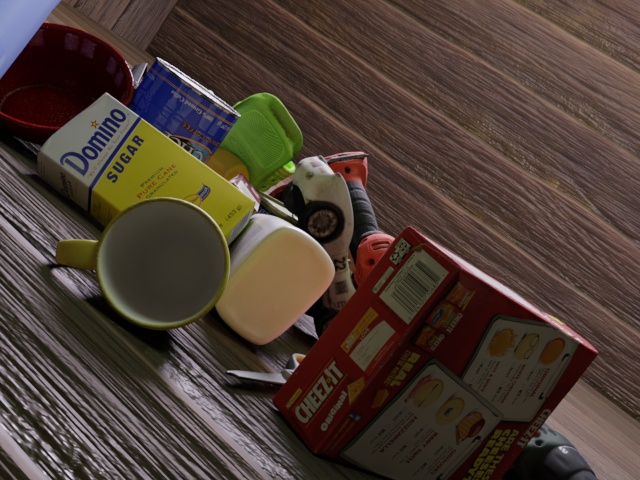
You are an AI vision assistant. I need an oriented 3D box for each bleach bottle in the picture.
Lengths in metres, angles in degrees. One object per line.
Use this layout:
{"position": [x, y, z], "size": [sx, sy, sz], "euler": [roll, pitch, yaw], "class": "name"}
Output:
{"position": [-0.053, 0.015, 0.976], "size": [0.068, 0.102, 0.251], "euler": [43, 3, -13], "class": "bleach bottle"}

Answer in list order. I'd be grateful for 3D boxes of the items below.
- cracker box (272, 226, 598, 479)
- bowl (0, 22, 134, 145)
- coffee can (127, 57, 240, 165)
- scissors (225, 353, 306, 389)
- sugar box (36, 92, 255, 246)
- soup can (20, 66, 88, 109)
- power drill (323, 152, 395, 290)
{"position": [0.092, 0.101, 0.803], "size": [0.213, 0.164, 0.072], "euler": [29, 11, -45], "class": "cracker box"}
{"position": [-0.267, -0.144, 1.048], "size": [0.162, 0.055, 0.162], "euler": [10, 45, -11], "class": "bowl"}
{"position": [-0.162, -0.097, 1.075], "size": [0.103, 0.140, 0.103], "euler": [35, 6, -4], "class": "coffee can"}
{"position": [-0.007, 0.120, 0.823], "size": [0.096, 0.016, 0.201], "euler": [36, 6, 10], "class": "scissors"}
{"position": [-0.154, -0.047, 0.943], "size": [0.176, 0.093, 0.048], "euler": [37, -33, 8], "class": "sugar box"}
{"position": [-0.265, -0.131, 1.129], "size": [0.102, 0.068, 0.068], "euler": [36, 6, 0], "class": "soup can"}
{"position": [0.043, 0.013, 1.138], "size": [0.184, 0.057, 0.188], "euler": [93, -17, -50], "class": "power drill"}
